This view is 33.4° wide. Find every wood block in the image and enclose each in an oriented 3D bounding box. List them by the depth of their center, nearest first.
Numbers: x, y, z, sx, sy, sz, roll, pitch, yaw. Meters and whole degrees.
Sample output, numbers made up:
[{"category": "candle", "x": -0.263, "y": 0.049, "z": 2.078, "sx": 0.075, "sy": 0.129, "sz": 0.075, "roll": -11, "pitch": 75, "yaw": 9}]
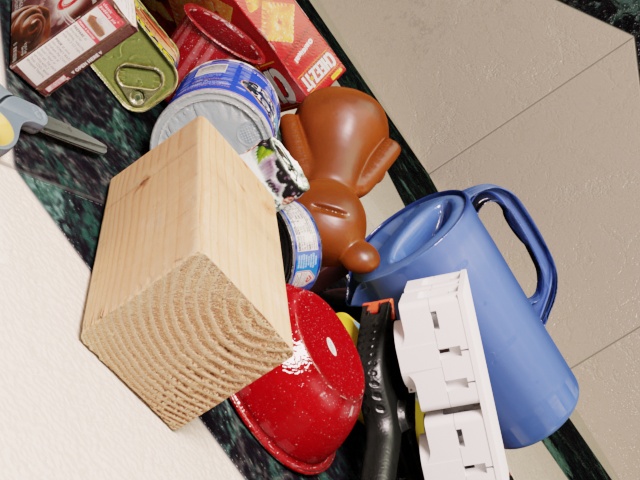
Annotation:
[{"category": "wood block", "x": -0.084, "y": 0.011, "z": 0.692, "sx": 0.090, "sy": 0.091, "sz": 0.206, "roll": 50, "pitch": 13, "yaw": -26}]

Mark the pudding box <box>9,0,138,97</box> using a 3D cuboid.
[{"category": "pudding box", "x": -0.181, "y": -0.166, "z": 0.782, "sx": 0.039, "sy": 0.090, "sz": 0.113, "roll": 47, "pitch": 15, "yaw": -39}]

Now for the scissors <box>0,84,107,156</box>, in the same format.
[{"category": "scissors", "x": -0.186, "y": -0.068, "z": 0.682, "sx": 0.201, "sy": 0.016, "sz": 0.096, "roll": 39, "pitch": 22, "yaw": -55}]

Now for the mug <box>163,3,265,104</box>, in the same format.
[{"category": "mug", "x": -0.106, "y": -0.161, "z": 1.030, "sx": 0.117, "sy": 0.082, "sz": 0.093, "roll": 46, "pitch": 21, "yaw": 22}]

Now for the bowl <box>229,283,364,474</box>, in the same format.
[{"category": "bowl", "x": -0.014, "y": 0.090, "z": 0.797, "sx": 0.162, "sy": 0.055, "sz": 0.162, "roll": 49, "pitch": 22, "yaw": -28}]

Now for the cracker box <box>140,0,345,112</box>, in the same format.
[{"category": "cracker box", "x": -0.097, "y": -0.236, "z": 1.169, "sx": 0.213, "sy": 0.072, "sz": 0.164, "roll": 52, "pitch": -28, "yaw": -20}]

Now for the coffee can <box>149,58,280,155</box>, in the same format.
[{"category": "coffee can", "x": -0.088, "y": -0.095, "z": 0.933, "sx": 0.102, "sy": 0.103, "sz": 0.140, "roll": 53, "pitch": 12, "yaw": -16}]

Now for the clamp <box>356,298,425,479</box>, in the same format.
[{"category": "clamp", "x": 0.054, "y": 0.150, "z": 0.867, "sx": 0.164, "sy": 0.036, "sz": 0.210, "roll": 21, "pitch": 60, "yaw": -67}]

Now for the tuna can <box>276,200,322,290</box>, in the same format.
[{"category": "tuna can", "x": -0.037, "y": 0.008, "z": 0.893, "sx": 0.033, "sy": 0.086, "sz": 0.086, "roll": -6, "pitch": 57, "yaw": -39}]

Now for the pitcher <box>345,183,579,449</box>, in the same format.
[{"category": "pitcher", "x": 0.152, "y": 0.074, "z": 1.022, "sx": 0.242, "sy": 0.149, "sz": 0.144, "roll": 53, "pitch": 39, "yaw": -18}]

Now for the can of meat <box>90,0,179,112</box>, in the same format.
[{"category": "can of meat", "x": -0.169, "y": -0.171, "z": 0.933, "sx": 0.102, "sy": 0.057, "sz": 0.084, "roll": 52, "pitch": 11, "yaw": -20}]
